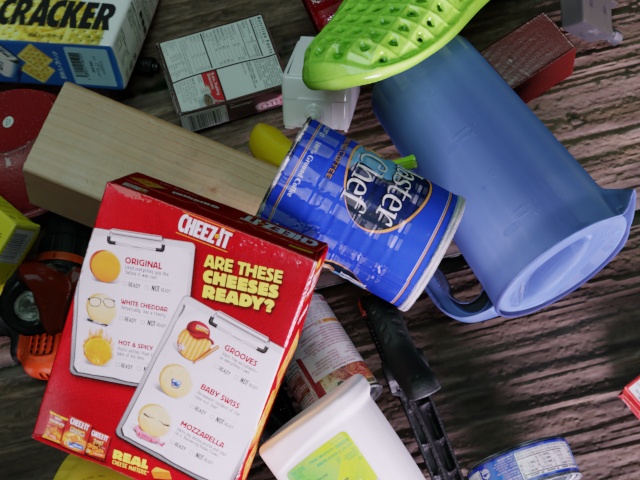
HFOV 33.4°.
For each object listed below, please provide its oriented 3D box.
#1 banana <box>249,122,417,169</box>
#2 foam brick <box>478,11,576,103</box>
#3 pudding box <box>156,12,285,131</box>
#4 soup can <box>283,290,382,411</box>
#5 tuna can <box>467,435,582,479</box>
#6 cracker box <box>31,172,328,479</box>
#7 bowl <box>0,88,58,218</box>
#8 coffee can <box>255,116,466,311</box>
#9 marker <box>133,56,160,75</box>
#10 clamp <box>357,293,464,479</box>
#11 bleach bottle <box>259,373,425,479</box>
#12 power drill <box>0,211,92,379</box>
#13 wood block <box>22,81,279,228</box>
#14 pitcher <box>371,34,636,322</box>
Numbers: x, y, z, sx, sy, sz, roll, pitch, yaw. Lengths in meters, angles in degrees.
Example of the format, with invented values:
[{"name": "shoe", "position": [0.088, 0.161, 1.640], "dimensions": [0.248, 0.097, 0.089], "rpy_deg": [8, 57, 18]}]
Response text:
[{"name": "banana", "position": [-0.009, -0.069, 0.954], "dimensions": [0.198, 0.037, 0.069], "rpy_deg": [19, 32, 40]}, {"name": "foam brick", "position": [0.192, -0.166, 1.001], "dimensions": [0.078, 0.053, 0.051], "rpy_deg": [-32, 68, -7]}, {"name": "pudding box", "position": [-0.094, -0.164, 1.042], "dimensions": [0.113, 0.039, 0.090], "rpy_deg": [-17, 66, -7]}, {"name": "soup can", "position": [-0.002, 0.102, 0.911], "dimensions": [0.068, 0.068, 0.102], "rpy_deg": [-31, 68, -6]}, {"name": "tuna can", "position": [0.161, 0.186, 0.847], "dimensions": [0.086, 0.086, 0.034], "rpy_deg": [-19, 65, -1]}, {"name": "cracker box", "position": [-0.105, 0.076, 0.805], "dimensions": [0.164, 0.072, 0.214], "rpy_deg": [21, 104, 5]}, {"name": "bowl", "position": [-0.287, -0.093, 1.005], "dimensions": [0.162, 0.055, 0.162], "rpy_deg": [-5, 48, 6]}, {"name": "coffee can", "position": [0.029, -0.021, 0.847], "dimensions": [0.140, 0.103, 0.102], "rpy_deg": [28, 74, -1]}, {"name": "marker", "position": [-0.220, -0.184, 1.079], "dimensions": [0.121, 0.020, 0.020], "rpy_deg": [11, 70, 11]}, {"name": "clamp", "position": [0.069, 0.103, 0.860], "dimensions": [0.036, 0.164, 0.210], "rpy_deg": [-20, 45, -2]}, {"name": "bleach bottle", "position": [0.064, 0.233, 0.824], "dimensions": [0.103, 0.068, 0.251], "rpy_deg": [-38, 87, 22]}, {"name": "power drill", "position": [-0.304, 0.036, 0.982], "dimensions": [0.188, 0.057, 0.184], "rpy_deg": [-1, 64, 8]}, {"name": "wood block", "position": [-0.141, -0.046, 0.926], "dimensions": [0.206, 0.091, 0.090], "rpy_deg": [22, 69, -3]}, {"name": "pitcher", "position": [0.138, -0.056, 0.931], "dimensions": [0.149, 0.145, 0.243], "rpy_deg": [-17, 60, -29]}]
